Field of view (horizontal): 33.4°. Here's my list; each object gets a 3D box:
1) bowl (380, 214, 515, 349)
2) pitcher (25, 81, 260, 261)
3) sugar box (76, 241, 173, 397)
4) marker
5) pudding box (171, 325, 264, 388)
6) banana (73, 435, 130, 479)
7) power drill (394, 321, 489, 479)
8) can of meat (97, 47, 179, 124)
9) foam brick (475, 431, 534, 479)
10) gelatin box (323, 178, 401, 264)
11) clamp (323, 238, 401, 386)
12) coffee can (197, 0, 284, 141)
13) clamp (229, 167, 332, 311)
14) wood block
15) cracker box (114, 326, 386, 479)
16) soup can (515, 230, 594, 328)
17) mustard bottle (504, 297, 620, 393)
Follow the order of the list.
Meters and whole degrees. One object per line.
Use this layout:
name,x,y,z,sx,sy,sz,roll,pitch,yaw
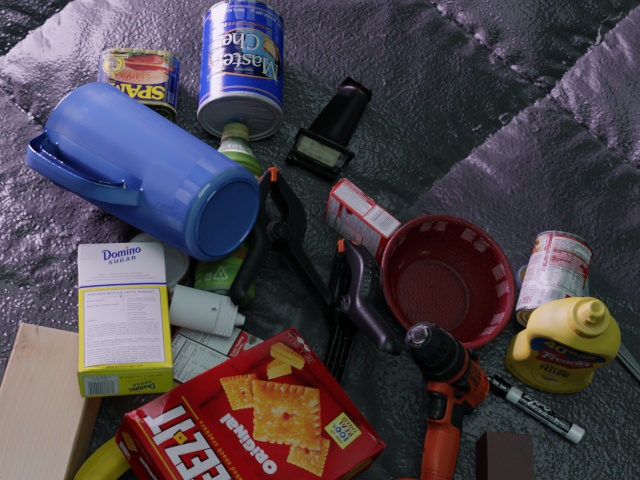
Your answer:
bowl,0.137,0.055,1.215,0.162,0.055,0.162,6,67,-14
pitcher,-0.191,-0.070,1.161,0.243,0.145,0.149,29,71,33
sugar box,-0.202,0.078,1.097,0.093,0.048,0.176,-2,43,-10
marker,0.238,0.186,1.191,0.121,0.020,0.020,32,66,10
pudding box,-0.114,0.136,1.172,0.113,0.039,0.090,25,64,9
banana,-0.182,0.214,1.110,0.197,0.070,0.037,-24,110,-28
power drill,0.117,0.191,1.100,0.057,0.184,0.187,6,69,31
can of meat,-0.223,-0.185,1.303,0.102,0.057,0.084,4,62,-4
foam brick,0.197,0.249,1.140,0.053,0.051,0.078,6,65,-4
gelatin box,0.048,-0.022,1.241,0.089,0.073,0.030,40,67,14
clamp,0.030,0.089,1.177,0.036,0.165,0.210,19,39,-22
coffee can,-0.095,-0.206,1.298,0.102,0.103,0.140,2,65,-4
clamp,-0.058,0.001,1.181,0.120,0.039,0.171,-1,65,-36
wood block,-0.288,0.202,1.097,0.091,0.090,0.206,10,64,-1
cracker box,-0.068,0.201,1.059,0.213,0.072,0.164,-25,67,-33
soup can,0.266,0.049,1.212,0.068,0.068,0.102,19,66,4
mustard bottle,0.264,0.106,1.135,0.096,0.192,0.058,20,65,4
